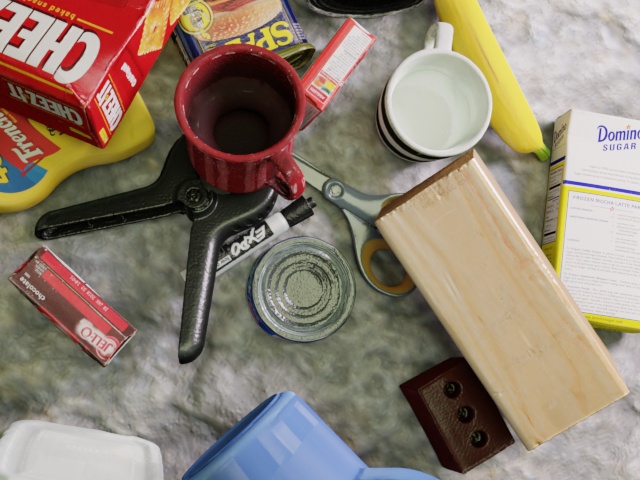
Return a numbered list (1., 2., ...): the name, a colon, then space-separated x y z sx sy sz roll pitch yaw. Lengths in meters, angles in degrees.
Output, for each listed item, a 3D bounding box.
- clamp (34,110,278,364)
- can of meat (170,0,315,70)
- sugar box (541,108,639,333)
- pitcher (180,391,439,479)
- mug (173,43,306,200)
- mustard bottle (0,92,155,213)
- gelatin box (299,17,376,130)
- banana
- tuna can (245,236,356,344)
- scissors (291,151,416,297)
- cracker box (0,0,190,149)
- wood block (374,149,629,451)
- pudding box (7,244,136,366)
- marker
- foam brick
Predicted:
1. clamp: -0.108 -0.031 0.833 0.164 0.036 0.210 33 75 8
2. can of meat: -0.068 -0.167 0.853 0.102 0.057 0.084 -24 86 -12
3. sugar box: 0.237 -0.015 0.897 0.093 0.048 0.176 9 79 -7
4. pitcher: 0.025 0.219 0.731 0.149 0.145 0.243 -41 90 -19
5. mug: -0.052 -0.077 0.787 0.093 0.081 0.117 -40 78 -15
6. mustard bottle: -0.229 -0.076 0.812 0.191 0.058 0.096 -29 88 -12
7. gelatin box: 0.004 -0.129 0.844 0.030 0.089 0.073 38 79 -6
8. banana: 0.133 -0.149 0.885 0.037 0.069 0.198 -26 90 11
9. tuna can: -0.016 0.040 0.851 0.086 0.034 0.086 1 84 -10
10. scissors: 0.012 -0.020 0.872 0.201 0.016 0.096 19 86 -2
11. cracker box: -0.185 -0.197 0.789 0.164 0.072 0.213 23 70 11
12. wood block: 0.137 0.042 0.818 0.090 0.090 0.206 -33 94 11
13. pudding box: -0.179 0.051 0.779 0.090 0.113 0.039 44 79 -3
14. marker: -0.056 0.001 0.849 0.121 0.020 0.020 -33 91 -6
15. foam brick: 0.109 0.138 0.854 0.053 0.051 0.078 -29 89 -12
